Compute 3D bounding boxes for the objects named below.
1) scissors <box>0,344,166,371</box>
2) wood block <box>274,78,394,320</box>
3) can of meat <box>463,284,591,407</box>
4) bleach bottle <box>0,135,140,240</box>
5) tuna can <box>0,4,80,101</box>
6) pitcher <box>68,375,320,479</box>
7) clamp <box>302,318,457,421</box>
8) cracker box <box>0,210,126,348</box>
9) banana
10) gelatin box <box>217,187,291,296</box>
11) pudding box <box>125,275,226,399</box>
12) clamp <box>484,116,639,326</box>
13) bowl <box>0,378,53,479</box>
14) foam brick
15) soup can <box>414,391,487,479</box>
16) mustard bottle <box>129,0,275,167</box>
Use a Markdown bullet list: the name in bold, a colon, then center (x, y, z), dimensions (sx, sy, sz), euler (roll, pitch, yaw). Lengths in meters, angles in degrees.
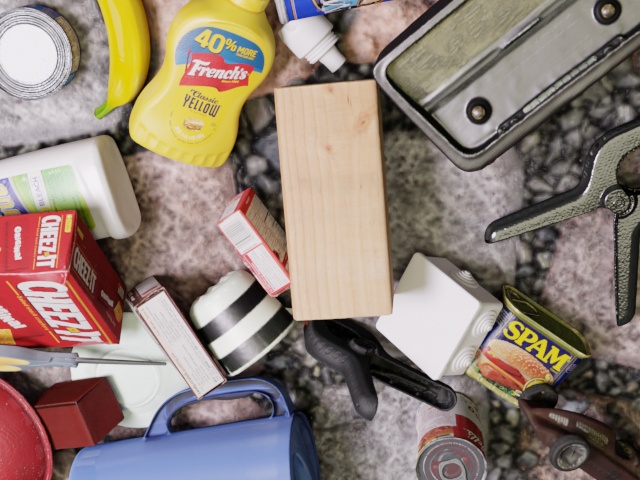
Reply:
- **scissors**: center (-0.265, 0.122, 1.066), dimensions (0.201, 0.096, 0.016), euler (9, 72, -28)
- **wood block**: center (0.015, -0.039, 0.965), dimensions (0.090, 0.090, 0.206), euler (-4, 99, 7)
- **can of meat**: center (0.194, 0.107, 1.035), dimensions (0.102, 0.057, 0.084), euler (34, 110, -7)
- **bleach bottle**: center (-0.308, -0.024, 1.032), dimensions (0.251, 0.068, 0.102), euler (-14, 103, 12)
- **tuna can**: center (-0.268, -0.175, 0.991), dimensions (0.086, 0.033, 0.086), euler (2, 109, 4)
- **pitcher**: center (-0.126, 0.239, 1.077), dimensions (0.243, 0.149, 0.145), euler (-7, 135, 11)
- **clamp**: center (0.048, 0.117, 1.016), dimensions (0.120, 0.172, 0.039), euler (13, 112, -37)
- **cracker box**: center (-0.310, 0.046, 1.004), dimensions (0.214, 0.072, 0.164), euler (-3, 152, 6)
- **banana**: center (-0.194, -0.207, 0.972), dimensions (0.069, 0.037, 0.198), euler (-5, 108, 6)
- **gelatin box**: center (-0.057, 0.001, 1.012), dimensions (0.030, 0.073, 0.089), euler (-33, 104, 15)
- **pudding box**: center (-0.141, 0.093, 1.038), dimensions (0.039, 0.090, 0.113), euler (-37, 104, -10)
- **clamp**: center (0.279, -0.030, 0.990), dimensions (0.164, 0.036, 0.210), euler (38, 107, -7)
- **bowl**: center (-0.354, 0.214, 1.091), dimensions (0.162, 0.055, 0.162), euler (10, 114, 24)
- **foam brick**: center (-0.250, 0.176, 1.086), dimensions (0.078, 0.052, 0.051), euler (-11, 108, 33)
- **soup can**: center (0.126, 0.199, 1.047), dimensions (0.068, 0.102, 0.068), euler (2, 109, 4)
- **mustard bottle**: center (-0.094, -0.160, 0.949), dimensions (0.096, 0.058, 0.192), euler (18, 121, -21)
